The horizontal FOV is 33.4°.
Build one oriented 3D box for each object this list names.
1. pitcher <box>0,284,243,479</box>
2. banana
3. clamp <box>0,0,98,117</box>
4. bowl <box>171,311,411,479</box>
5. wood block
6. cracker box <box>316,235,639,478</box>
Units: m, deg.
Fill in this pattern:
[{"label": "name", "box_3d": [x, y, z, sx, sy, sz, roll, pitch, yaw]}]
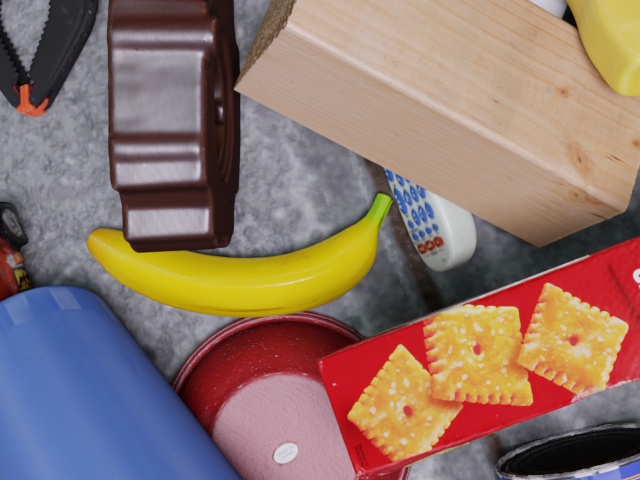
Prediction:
[{"label": "pitcher", "box_3d": [-0.114, 0.146, 0.592, 0.149, 0.144, 0.243, -54, 53, 17]}, {"label": "banana", "box_3d": [-0.049, 0.016, 0.672, 0.198, 0.037, 0.069, -6, 60, 2]}, {"label": "clamp", "box_3d": [-0.201, -0.185, 0.679, 0.164, 0.036, 0.210, 3, 91, 4]}, {"label": "bowl", "box_3d": [-0.021, 0.123, 0.650, 0.162, 0.055, 0.162, 0, 87, 0]}, {"label": "wood block", "box_3d": [0.070, -0.087, 0.590, 0.206, 0.091, 0.090, 26, 68, -13]}, {"label": "cracker box", "box_3d": [0.127, 0.053, 0.566, 0.214, 0.164, 0.072, -22, 81, 18]}]
